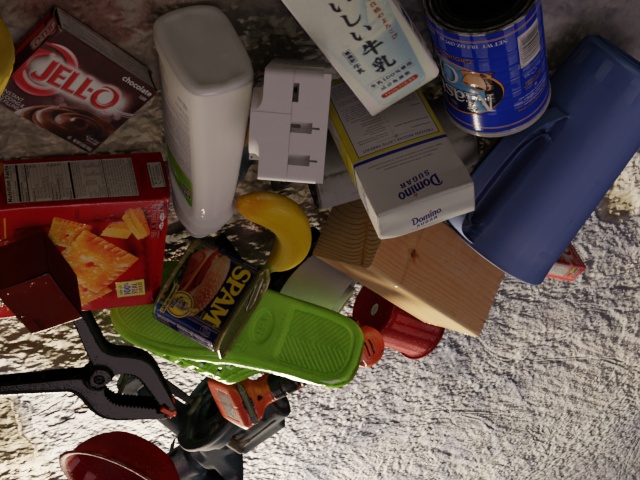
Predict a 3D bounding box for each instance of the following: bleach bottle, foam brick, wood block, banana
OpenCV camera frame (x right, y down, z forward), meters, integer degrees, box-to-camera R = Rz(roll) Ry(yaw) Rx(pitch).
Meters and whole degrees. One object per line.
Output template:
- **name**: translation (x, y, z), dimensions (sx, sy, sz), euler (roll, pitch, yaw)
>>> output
- **bleach bottle**: translation (-0.111, -0.090, 0.978), dimensions (0.068, 0.103, 0.251), euler (-18, 151, -19)
- **foam brick**: translation (-0.258, 0.039, 0.974), dimensions (0.053, 0.051, 0.078), euler (-18, 143, 1)
- **wood block**: translation (0.102, 0.022, 1.170), dimensions (0.205, 0.090, 0.091), euler (32, 77, -42)
- **banana**: translation (-0.042, -0.008, 1.081), dimensions (0.069, 0.037, 0.198), euler (-35, 158, -12)

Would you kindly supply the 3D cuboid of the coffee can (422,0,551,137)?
- **coffee can**: translation (0.154, -0.177, 0.972), dimensions (0.103, 0.103, 0.140), euler (-22, 144, 1)

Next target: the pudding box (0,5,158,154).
- **pudding box**: translation (-0.210, -0.134, 0.907), dimensions (0.090, 0.039, 0.113), euler (-37, 140, 21)

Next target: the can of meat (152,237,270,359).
- **can of meat**: translation (-0.113, 0.056, 1.097), dimensions (0.102, 0.084, 0.057), euler (-59, 168, -20)

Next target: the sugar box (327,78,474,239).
- **sugar box**: translation (0.067, -0.086, 0.984), dimensions (0.093, 0.176, 0.048), euler (-18, 143, -4)

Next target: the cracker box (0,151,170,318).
- **cracker box**: translation (-0.258, 0.000, 1.028), dimensions (0.213, 0.072, 0.164), euler (-5, 141, -19)

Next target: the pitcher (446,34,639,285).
- **pitcher**: translation (0.236, -0.084, 1.080), dimensions (0.145, 0.149, 0.243), euler (32, 110, -8)

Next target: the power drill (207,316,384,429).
- **power drill**: translation (-0.034, 0.145, 1.241), dimensions (0.187, 0.057, 0.185), euler (-27, -173, -18)

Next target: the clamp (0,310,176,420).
- **clamp**: translation (-0.243, 0.134, 1.169), dimensions (0.209, 0.036, 0.165), euler (25, 109, -22)

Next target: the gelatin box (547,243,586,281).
- **gelatin box**: translation (0.265, 0.003, 1.266), dimensions (0.073, 0.089, 0.030), euler (11, 132, -36)

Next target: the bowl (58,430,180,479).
- **bowl**: translation (-0.224, 0.273, 1.259), dimensions (0.162, 0.055, 0.162), euler (18, 143, 13)

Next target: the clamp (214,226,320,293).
- **clamp**: translation (-0.078, 0.048, 1.204), dimensions (0.120, 0.039, 0.172), euler (7, 129, -22)

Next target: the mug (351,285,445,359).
- **mug**: translation (0.086, 0.092, 1.307), dimensions (0.081, 0.093, 0.117), euler (20, 164, -36)
